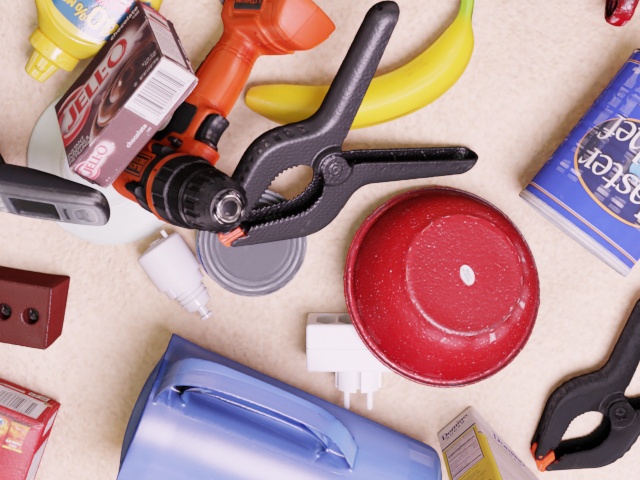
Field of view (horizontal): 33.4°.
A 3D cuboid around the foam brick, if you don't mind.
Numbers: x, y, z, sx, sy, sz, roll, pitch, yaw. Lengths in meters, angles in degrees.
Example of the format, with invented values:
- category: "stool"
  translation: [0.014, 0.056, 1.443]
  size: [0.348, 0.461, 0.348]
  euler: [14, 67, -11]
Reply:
- category: "foam brick"
  translation: [-0.248, 0.052, 0.860]
  size: [0.078, 0.051, 0.053]
  euler: [8, 99, 0]

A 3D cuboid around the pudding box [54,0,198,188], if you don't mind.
- category: "pudding box"
  translation: [-0.145, -0.107, 0.784]
  size: [0.114, 0.090, 0.039]
  euler: [-45, 131, 16]

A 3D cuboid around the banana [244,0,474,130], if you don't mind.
- category: "banana"
  translation: [0.041, -0.124, 0.836]
  size: [0.198, 0.037, 0.069]
  euler: [-23, 82, 4]

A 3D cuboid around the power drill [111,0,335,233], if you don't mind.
- category: "power drill"
  translation: [-0.069, -0.095, 0.771]
  size: [0.057, 0.185, 0.187]
  euler: [39, 81, -33]

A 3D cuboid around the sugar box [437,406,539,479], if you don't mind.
- category: "sugar box"
  translation: [0.139, 0.197, 0.809]
  size: [0.048, 0.176, 0.093]
  euler: [-42, 95, 4]

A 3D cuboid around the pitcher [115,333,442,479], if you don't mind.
- category: "pitcher"
  translation: [-0.030, 0.170, 0.829]
  size: [0.242, 0.149, 0.145]
  euler: [21, 99, -5]

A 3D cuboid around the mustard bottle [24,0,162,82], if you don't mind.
- category: "mustard bottle"
  translation: [-0.162, -0.200, 0.816]
  size: [0.096, 0.058, 0.192]
  euler: [38, 98, -16]

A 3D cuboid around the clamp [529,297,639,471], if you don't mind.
- category: "clamp"
  translation: [0.239, 0.122, 0.865]
  size: [0.171, 0.039, 0.120]
  euler: [-30, 95, 6]

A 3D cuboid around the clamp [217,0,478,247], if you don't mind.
- category: "clamp"
  translation: [0.005, -0.071, 0.796]
  size: [0.210, 0.036, 0.164]
  euler: [-29, 126, -3]

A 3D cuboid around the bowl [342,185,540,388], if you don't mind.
- category: "bowl"
  translation: [0.102, 0.030, 0.817]
  size: [0.162, 0.055, 0.162]
  euler: [2, 78, -11]

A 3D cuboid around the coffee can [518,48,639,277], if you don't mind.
- category: "coffee can"
  translation: [0.233, -0.058, 0.806]
  size: [0.103, 0.103, 0.140]
  euler: [37, 97, -4]

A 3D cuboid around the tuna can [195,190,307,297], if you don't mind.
- category: "tuna can"
  translation: [-0.056, 0.001, 0.846]
  size: [0.086, 0.034, 0.086]
  euler: [0, 92, -13]
